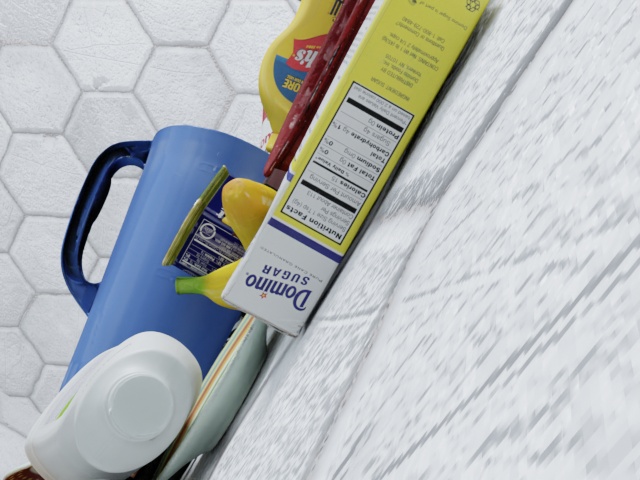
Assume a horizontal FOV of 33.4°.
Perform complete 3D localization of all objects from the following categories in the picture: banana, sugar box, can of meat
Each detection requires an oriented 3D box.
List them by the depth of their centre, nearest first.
[{"bbox_3d":[0.016,-0.047,0.502,0.176,0.048,0.093,-63,3,10],"label":"sugar box"},{"bbox_3d":[-0.041,0.011,0.640,0.198,0.069,0.037,128,139,-65],"label":"banana"},{"bbox_3d":[-0.055,0.001,0.764,0.057,0.084,0.102,-58,4,24],"label":"can of meat"}]

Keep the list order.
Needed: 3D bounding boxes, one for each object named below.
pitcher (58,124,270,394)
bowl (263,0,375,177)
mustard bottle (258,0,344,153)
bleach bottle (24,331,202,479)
[{"bbox_3d":[-0.125,0.035,0.861,0.149,0.144,0.242,0,62,45],"label":"pitcher"},{"bbox_3d":[0.026,-0.098,0.619,0.162,0.055,0.162,-62,6,12],"label":"bowl"},{"bbox_3d":[0.009,-0.126,0.772,0.058,0.096,0.191,131,163,-87],"label":"mustard bottle"},{"bbox_3d":[-0.119,0.103,0.610,0.102,0.068,0.251,-52,6,-17],"label":"bleach bottle"}]
